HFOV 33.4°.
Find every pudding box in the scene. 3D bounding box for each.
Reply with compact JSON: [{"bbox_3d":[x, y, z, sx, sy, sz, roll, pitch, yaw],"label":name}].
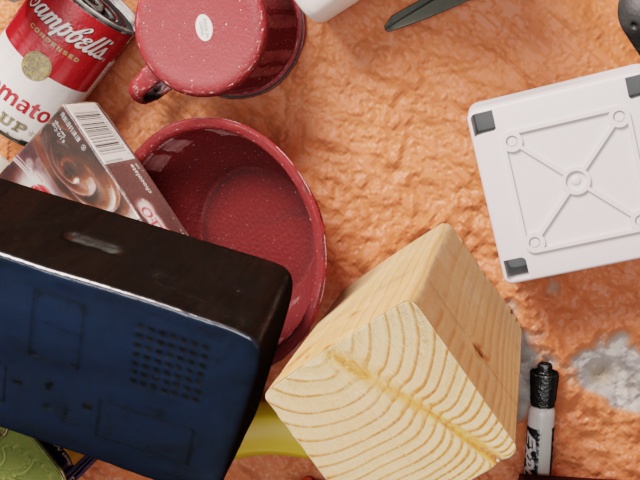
[{"bbox_3d":[-0.145,-0.017,0.669,0.090,0.039,0.113,-38,80,30],"label":"pudding box"}]

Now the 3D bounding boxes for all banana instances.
[{"bbox_3d":[-0.024,0.140,0.715,0.198,0.037,0.069,-6,84,9],"label":"banana"}]

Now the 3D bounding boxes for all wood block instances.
[{"bbox_3d":[0.052,0.066,0.601,0.090,0.206,0.091,-35,92,15],"label":"wood block"}]

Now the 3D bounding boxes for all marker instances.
[{"bbox_3d":[0.142,0.138,0.694,0.020,0.020,0.121,4,102,11],"label":"marker"}]

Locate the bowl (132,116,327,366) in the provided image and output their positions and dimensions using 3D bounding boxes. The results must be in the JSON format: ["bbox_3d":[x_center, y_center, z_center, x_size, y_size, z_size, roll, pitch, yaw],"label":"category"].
[{"bbox_3d":[-0.054,0.001,0.676,0.162,0.055,0.162,6,103,28],"label":"bowl"}]

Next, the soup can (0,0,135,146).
[{"bbox_3d":[-0.172,-0.117,0.683,0.068,0.068,0.102,42,107,1],"label":"soup can"}]

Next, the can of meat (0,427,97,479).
[{"bbox_3d":[-0.201,0.130,0.730,0.057,0.084,0.102,-39,92,16],"label":"can of meat"}]

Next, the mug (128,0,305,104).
[{"bbox_3d":[-0.072,-0.124,0.653,0.117,0.081,0.093,-34,93,16],"label":"mug"}]
